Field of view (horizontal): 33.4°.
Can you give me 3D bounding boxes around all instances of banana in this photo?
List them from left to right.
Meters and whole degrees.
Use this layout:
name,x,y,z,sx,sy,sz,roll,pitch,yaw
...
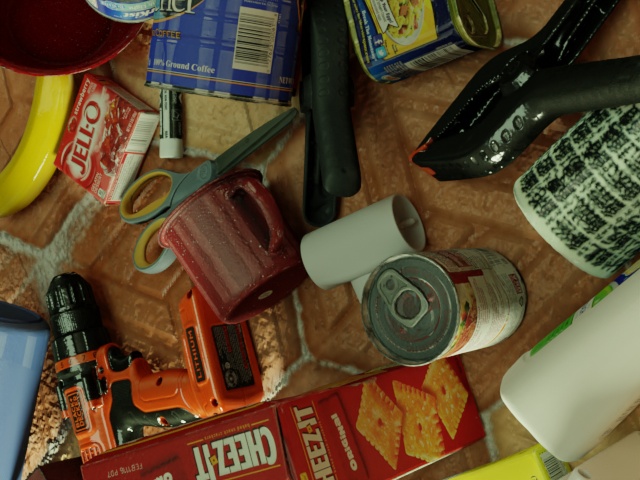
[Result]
name,x,y,z,sx,sy,sz,roll,pitch,yaw
banana,-0.261,-0.082,0.942,0.069,0.037,0.198,42,115,-1

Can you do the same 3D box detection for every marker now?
name,x,y,z,sx,sy,sz,roll,pitch,yaw
marker,-0.121,-0.127,0.862,0.020,0.020,0.121,1,92,35

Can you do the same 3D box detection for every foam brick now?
name,x,y,z,sx,sy,sz,roll,pitch,yaw
foam brick,-0.211,0.219,0.902,0.053,0.078,0.051,-48,65,26

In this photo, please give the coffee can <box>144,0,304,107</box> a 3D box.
name,x,y,z,sx,sy,sz,roll,pitch,yaw
coffee can,-0.060,-0.167,0.722,0.103,0.102,0.140,14,100,34

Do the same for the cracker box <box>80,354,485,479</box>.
name,x,y,z,sx,sy,sz,roll,pitch,yaw
cracker box,-0.018,0.133,0.682,0.164,0.213,0.072,-23,79,33

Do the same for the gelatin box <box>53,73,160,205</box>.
name,x,y,z,sx,sy,sz,roll,pitch,yaw
gelatin box,-0.181,-0.085,0.898,0.073,0.030,0.089,35,111,29

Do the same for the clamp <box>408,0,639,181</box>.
name,x,y,z,sx,sy,sz,roll,pitch,yaw
clamp,0.135,-0.104,0.650,0.210,0.036,0.164,-33,29,47

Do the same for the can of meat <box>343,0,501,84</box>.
name,x,y,z,sx,sy,sz,roll,pitch,yaw
can of meat,0.064,-0.163,0.710,0.084,0.057,0.102,-17,83,35

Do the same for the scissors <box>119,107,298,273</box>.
name,x,y,z,sx,sy,sz,roll,pitch,yaw
scissors,-0.091,-0.032,0.827,0.202,0.016,0.096,-15,68,41

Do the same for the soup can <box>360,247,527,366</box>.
name,x,y,z,sx,sy,sz,roll,pitch,yaw
soup can,0.081,0.040,0.678,0.069,0.102,0.068,2,93,34

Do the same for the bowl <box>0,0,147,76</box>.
name,x,y,z,sx,sy,sz,roll,pitch,yaw
bowl,-0.217,-0.196,0.875,0.162,0.055,0.162,1,72,-5

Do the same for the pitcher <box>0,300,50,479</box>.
name,x,y,z,sx,sy,sz,roll,pitch,yaw
pitcher,-0.312,0.172,0.922,0.149,0.144,0.243,17,93,46

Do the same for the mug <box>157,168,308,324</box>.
name,x,y,z,sx,sy,sz,roll,pitch,yaw
mug,-0.055,0.001,0.774,0.081,0.093,0.117,54,143,15

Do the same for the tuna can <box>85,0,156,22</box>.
name,x,y,z,sx,sy,sz,roll,pitch,yaw
tuna can,-0.150,-0.217,0.840,0.086,0.034,0.086,1,72,-5

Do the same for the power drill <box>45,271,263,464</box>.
name,x,y,z,sx,sy,sz,roll,pitch,yaw
power drill,-0.142,0.094,0.864,0.188,0.057,0.184,-23,81,35

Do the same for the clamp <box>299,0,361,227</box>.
name,x,y,z,sx,sy,sz,roll,pitch,yaw
clamp,0.003,-0.093,0.751,0.120,0.039,0.171,128,143,-67
